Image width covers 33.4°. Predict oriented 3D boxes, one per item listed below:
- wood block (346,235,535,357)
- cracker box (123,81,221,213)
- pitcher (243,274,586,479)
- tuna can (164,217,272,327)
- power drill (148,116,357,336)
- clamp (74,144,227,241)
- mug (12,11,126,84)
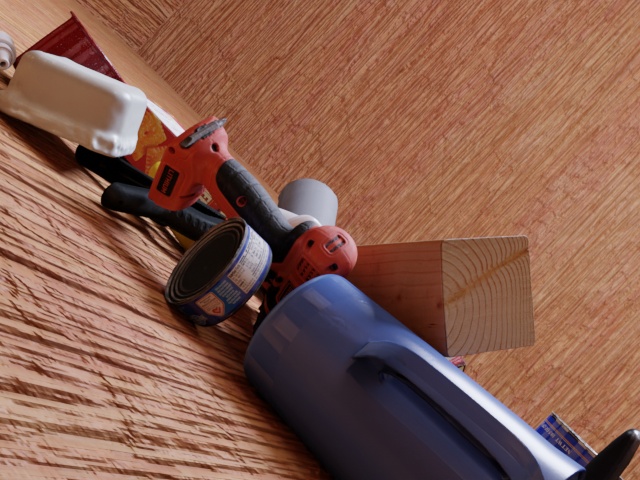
[{"bbox_3d":[0.074,0.045,0.901,0.090,0.090,0.206,-3,-1,-32],"label":"wood block"},{"bbox_3d":[-0.170,-0.085,1.302,0.214,0.072,0.164,46,3,19],"label":"cracker box"},{"bbox_3d":[0.059,0.130,0.763,0.243,0.149,0.144,42,21,24],"label":"pitcher"},{"bbox_3d":[-0.079,0.025,0.828,0.033,0.086,0.086,45,2,-25],"label":"tuna can"},{"bbox_3d":[-0.063,-0.001,0.915,0.188,0.057,0.185,45,-37,8],"label":"power drill"},{"bbox_3d":[-0.148,-0.032,0.997,0.171,0.039,0.120,26,18,-25],"label":"clamp"},{"bbox_3d":[-0.256,-0.169,1.101,0.093,0.081,0.117,52,-4,20],"label":"mug"}]
